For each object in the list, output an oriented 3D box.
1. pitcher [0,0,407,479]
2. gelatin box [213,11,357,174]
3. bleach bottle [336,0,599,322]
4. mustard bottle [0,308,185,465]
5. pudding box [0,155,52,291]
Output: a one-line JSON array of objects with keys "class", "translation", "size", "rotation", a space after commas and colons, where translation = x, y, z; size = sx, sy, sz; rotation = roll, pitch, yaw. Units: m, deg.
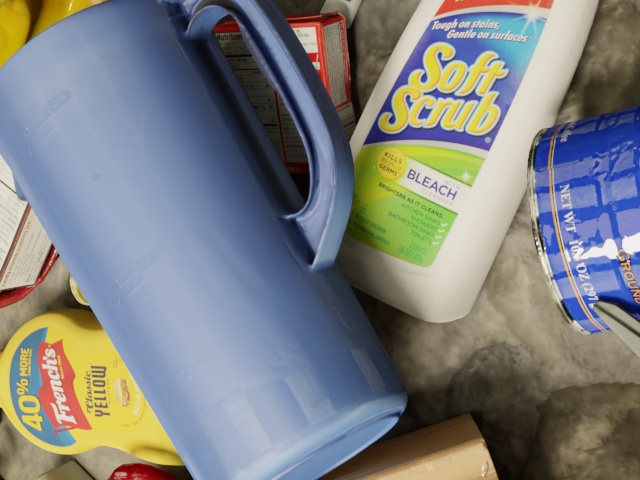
[{"class": "pitcher", "translation": [-0.053, 0.001, 0.530], "size": [0.243, 0.144, 0.149], "rotation": [58, 161, 17]}, {"class": "gelatin box", "translation": [-0.018, -0.083, 0.610], "size": [0.073, 0.030, 0.089], "rotation": [4, 111, 32]}, {"class": "bleach bottle", "translation": [0.077, -0.089, 0.549], "size": [0.103, 0.068, 0.251], "rotation": [28, 107, 25]}, {"class": "mustard bottle", "translation": [-0.156, 0.093, 0.707], "size": [0.192, 0.058, 0.096], "rotation": [-2, 95, 30]}, {"class": "pudding box", "translation": [-0.197, -0.039, 0.655], "size": [0.090, 0.039, 0.114], "rotation": [38, 116, 21]}]
